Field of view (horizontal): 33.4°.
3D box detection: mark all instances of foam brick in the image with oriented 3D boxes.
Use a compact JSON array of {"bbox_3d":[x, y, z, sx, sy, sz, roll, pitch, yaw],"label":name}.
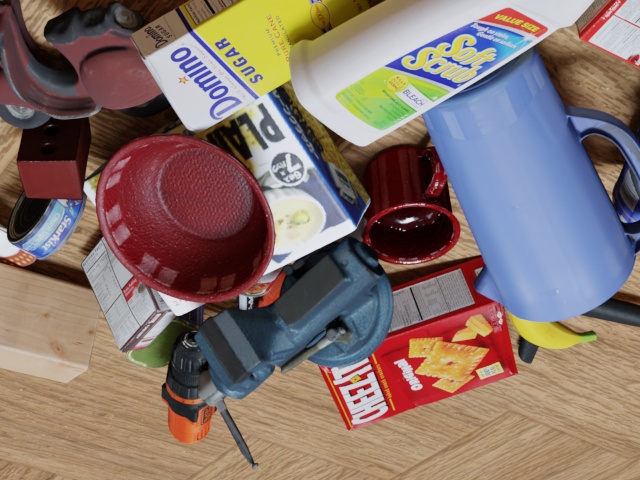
[{"bbox_3d":[-0.237,-0.082,0.956,0.053,0.078,0.051,0,143,-4],"label":"foam brick"}]

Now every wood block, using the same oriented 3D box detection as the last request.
[{"bbox_3d":[-0.347,0.078,1.125,0.205,0.090,0.091,17,155,-23],"label":"wood block"}]

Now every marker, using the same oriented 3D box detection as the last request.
[{"bbox_3d":[-0.084,0.066,1.195,0.020,0.020,0.121,1,141,-4],"label":"marker"}]

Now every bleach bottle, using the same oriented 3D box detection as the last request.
[{"bbox_3d":[0.104,-0.162,0.789,0.251,0.068,0.102,-28,143,27],"label":"bleach bottle"}]

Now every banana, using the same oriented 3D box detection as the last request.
[{"bbox_3d":[0.233,0.069,1.147,0.070,0.037,0.197,-36,136,7],"label":"banana"}]

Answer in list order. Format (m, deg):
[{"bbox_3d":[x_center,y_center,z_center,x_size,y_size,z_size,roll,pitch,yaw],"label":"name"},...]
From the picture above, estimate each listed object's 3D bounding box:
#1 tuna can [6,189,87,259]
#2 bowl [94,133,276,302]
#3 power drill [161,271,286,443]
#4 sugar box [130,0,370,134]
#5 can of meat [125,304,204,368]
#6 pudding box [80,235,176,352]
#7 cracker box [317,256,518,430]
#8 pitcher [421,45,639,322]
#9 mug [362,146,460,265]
[{"bbox_3d":[-0.261,-0.027,1.017,0.086,0.086,0.033,-32,131,32],"label":"tuna can"},{"bbox_3d":[-0.108,-0.028,0.914,0.162,0.055,0.162,8,121,13],"label":"bowl"},{"bbox_3d":[-0.092,0.112,1.131,0.057,0.187,0.185,38,145,18],"label":"power drill"},{"bbox_3d":[-0.050,-0.164,0.841,0.176,0.048,0.093,-33,138,-2],"label":"sugar box"},{"bbox_3d":[-0.167,0.080,1.157,0.057,0.084,0.102,25,134,-30],"label":"can of meat"},{"bbox_3d":[-0.193,0.044,1.090,0.039,0.113,0.090,-8,153,-43],"label":"pudding box"},{"bbox_3d":[0.107,0.122,1.205,0.213,0.072,0.164,-20,140,2],"label":"cracker box"},{"bbox_3d":[0.187,-0.060,0.935,0.149,0.145,0.242,-42,121,-19],"label":"pitcher"},{"bbox_3d":[0.088,-0.043,1.018,0.093,0.081,0.117,11,140,-17],"label":"mug"}]
